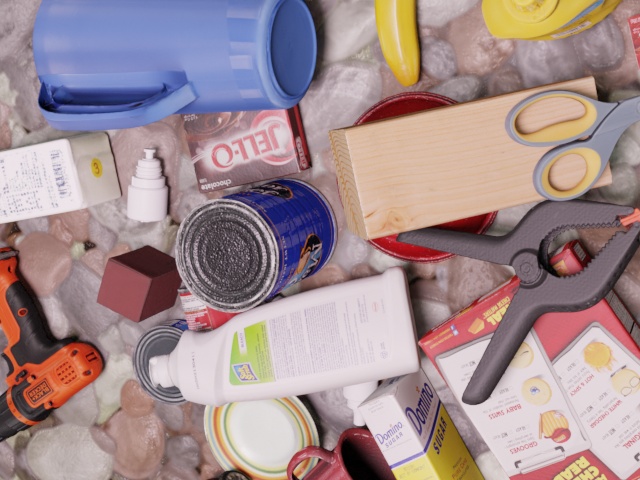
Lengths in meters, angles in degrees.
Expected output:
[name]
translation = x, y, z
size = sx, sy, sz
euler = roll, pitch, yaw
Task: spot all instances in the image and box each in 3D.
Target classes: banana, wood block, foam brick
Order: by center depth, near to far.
[wood block]
translation = 0.121, -0.069, 0.881
size = 0.206, 0.090, 0.091
euler = -13, 97, -7
[banana]
translation = 0.083, -0.238, 0.942
size = 0.070, 0.037, 0.198
euler = 24, 109, 19
[foam brick]
translation = -0.181, 0.044, 1.086
size = 0.053, 0.078, 0.051
euler = 26, 107, 16

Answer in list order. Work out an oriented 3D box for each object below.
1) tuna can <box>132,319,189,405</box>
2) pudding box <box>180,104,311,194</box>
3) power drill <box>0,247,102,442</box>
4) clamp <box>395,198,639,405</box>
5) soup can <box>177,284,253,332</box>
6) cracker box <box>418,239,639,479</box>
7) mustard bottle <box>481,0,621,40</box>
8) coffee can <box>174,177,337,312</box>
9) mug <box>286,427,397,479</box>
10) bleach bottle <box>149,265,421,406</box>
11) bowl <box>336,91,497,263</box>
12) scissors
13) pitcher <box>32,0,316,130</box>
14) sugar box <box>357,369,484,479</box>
[tuna can]
translation = -0.151, 0.126, 1.114
size = 0.086, 0.033, 0.086
euler = 5, 102, 22
[pudding box]
translation = -0.072, -0.100, 1.033
size = 0.114, 0.039, 0.090
euler = -11, 96, 24
[power drill]
translation = -0.351, 0.117, 1.184
size = 0.185, 0.057, 0.187
euler = -34, 89, 21
[clamp]
translation = 0.174, 0.036, 0.879
size = 0.210, 0.036, 0.164
euler = -21, 77, 26
[soup can]
translation = -0.096, 0.087, 1.064
size = 0.069, 0.068, 0.102
euler = -14, 95, 24
[cracker box]
translation = 0.216, 0.130, 0.942
size = 0.164, 0.072, 0.214
euler = -36, 86, 24
[mustard bottle]
translation = 0.177, -0.188, 0.828
size = 0.096, 0.191, 0.058
euler = -17, 94, 24
[coffee can]
translation = -0.056, 0.001, 0.991
size = 0.103, 0.140, 0.103
euler = 5, 102, 22
[mug]
translation = 0.020, 0.237, 1.028
size = 0.117, 0.093, 0.082
euler = 31, 120, -21
[bleach bottle]
translation = -0.037, 0.095, 0.997
size = 0.251, 0.068, 0.102
euler = -10, 77, 7
[bowl]
translation = 0.081, -0.053, 0.970
size = 0.162, 0.055, 0.162
euler = 5, 102, 22
[scissors]
translation = 0.245, -0.084, 0.839
size = 0.201, 0.016, 0.096
euler = -5, 98, -4
[pitcher]
translation = -0.135, -0.168, 0.973
size = 0.243, 0.144, 0.149
euler = 5, 93, 27
[sugar box]
translation = 0.106, 0.209, 0.991
size = 0.048, 0.093, 0.176
euler = -27, 90, 24
